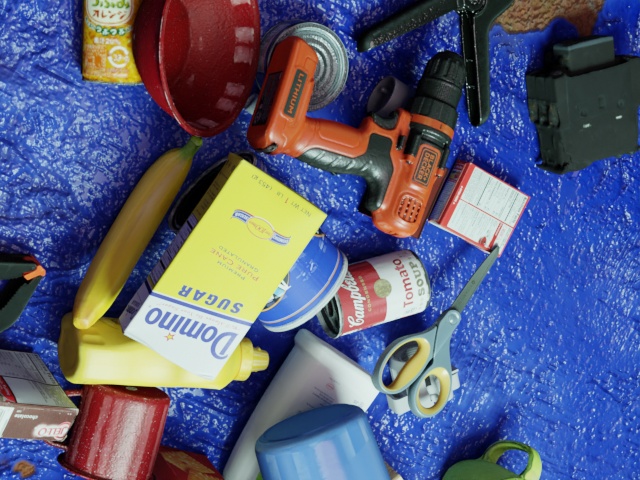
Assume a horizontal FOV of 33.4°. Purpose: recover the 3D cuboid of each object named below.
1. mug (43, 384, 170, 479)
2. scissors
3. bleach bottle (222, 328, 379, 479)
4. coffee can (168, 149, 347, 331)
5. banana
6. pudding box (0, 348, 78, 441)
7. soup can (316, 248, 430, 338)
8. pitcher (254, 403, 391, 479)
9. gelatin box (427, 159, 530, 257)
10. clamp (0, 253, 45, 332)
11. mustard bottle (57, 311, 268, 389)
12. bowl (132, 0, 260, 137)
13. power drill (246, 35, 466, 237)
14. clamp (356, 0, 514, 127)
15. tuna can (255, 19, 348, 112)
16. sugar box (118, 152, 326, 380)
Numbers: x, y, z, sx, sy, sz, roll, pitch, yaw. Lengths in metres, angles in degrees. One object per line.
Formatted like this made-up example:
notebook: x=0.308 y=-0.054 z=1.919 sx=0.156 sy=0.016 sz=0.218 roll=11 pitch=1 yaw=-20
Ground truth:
mug: x=-0.197 y=0.169 z=0.977 sx=0.117 sy=0.093 sz=0.081 roll=15 pitch=91 yaw=-16
scissors: x=0.136 y=0.100 z=1.088 sx=0.201 sy=0.016 sz=0.096 roll=-37 pitch=105 yaw=-23
bleach bottle: x=-0.049 y=0.218 z=1.068 sx=0.102 sy=0.068 sz=0.251 roll=36 pitch=89 yaw=-27
coffee can: x=-0.056 y=0.001 z=0.988 sx=0.102 sy=0.103 sz=0.140 roll=-46 pitch=115 yaw=-8
banana: x=-0.168 y=-0.009 z=0.950 sx=0.037 sy=0.070 sz=0.197 roll=29 pitch=78 yaw=-4
pudding box: x=-0.276 y=0.128 z=0.909 sx=0.113 sy=0.090 sz=0.039 roll=18 pitch=106 yaw=-47
soup can: x=0.050 y=0.052 z=1.067 sx=0.102 sy=0.069 sz=0.068 roll=-15 pitch=108 yaw=-21
pitcher: x=0.014 y=0.284 z=0.985 sx=0.148 sy=0.145 sz=0.243 roll=-21 pitch=95 yaw=-44
gelatin box: x=0.166 y=-0.033 z=1.118 sx=0.089 sy=0.030 sz=0.073 roll=26 pitch=90 yaw=-27
clamp: x=-0.323 y=0.056 z=0.915 sx=0.171 sy=0.039 sz=0.120 roll=-40 pitch=134 yaw=-14
mustard bottle: x=-0.138 y=0.104 z=0.980 sx=0.191 sy=0.096 sz=0.058 roll=8 pitch=97 yaw=-25
bowl: x=-0.114 y=-0.172 z=0.922 sx=0.161 sy=0.055 sz=0.162 roll=-36 pitch=131 yaw=-57
power drill: x=0.039 y=-0.115 z=0.975 sx=0.187 sy=0.057 sz=0.184 roll=22 pitch=81 yaw=-22
clamp: x=0.133 y=-0.236 z=1.050 sx=0.164 sy=0.036 sz=0.210 roll=20 pitch=92 yaw=-27
tuna can: x=-0.018 y=-0.164 z=1.003 sx=0.086 sy=0.034 sz=0.086 roll=-6 pitch=105 yaw=-23
sugar box: x=-0.083 y=0.023 z=0.901 sx=0.093 sy=0.048 sz=0.176 roll=32 pitch=92 yaw=-22
